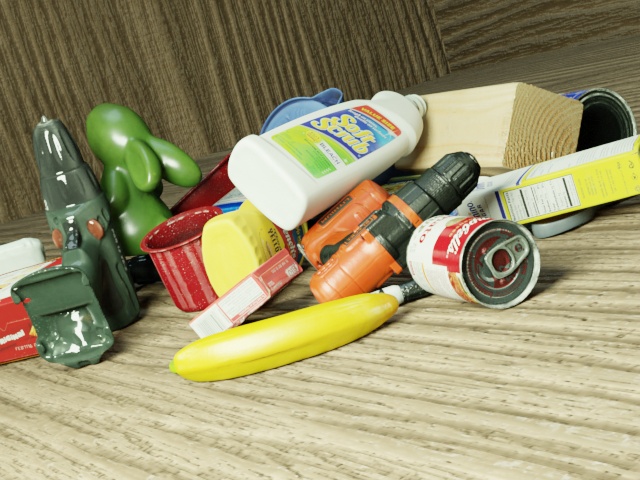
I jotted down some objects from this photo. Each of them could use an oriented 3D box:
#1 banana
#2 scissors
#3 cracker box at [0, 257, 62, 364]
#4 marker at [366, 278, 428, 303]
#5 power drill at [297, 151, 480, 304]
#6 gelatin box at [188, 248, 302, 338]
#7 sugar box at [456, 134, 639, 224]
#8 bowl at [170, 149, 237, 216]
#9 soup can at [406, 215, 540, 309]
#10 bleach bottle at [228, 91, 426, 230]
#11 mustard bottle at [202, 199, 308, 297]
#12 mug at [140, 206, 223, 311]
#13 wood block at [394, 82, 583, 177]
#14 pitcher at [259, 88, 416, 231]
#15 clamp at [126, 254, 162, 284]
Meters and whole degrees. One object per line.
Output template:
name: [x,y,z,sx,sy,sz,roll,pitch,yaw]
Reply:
banana: [-0.035,0.076,0.840,0.198,0.037,0.069,-15,12,7]
scissors: [0.264,-0.040,1.056,0.201,0.016,0.096,-24,13,-39]
cracker box: [-0.330,0.078,1.206,0.164,0.072,0.213,-15,11,11]
marker: [0.037,0.055,0.893,0.121,0.020,0.020,-18,10,-9]
power drill: [0.055,-0.015,0.989,0.184,0.057,0.188,-42,9,-4]
gelatin box: [-0.066,0.051,0.961,0.089,0.030,0.073,-38,-1,27]
sugar box: [0.223,-0.051,1.003,0.176,0.048,0.093,-18,8,26]
bowl: [-0.145,-0.049,1.377,0.162,0.055,0.162,-42,6,5]
soup can: [0.118,0.015,0.844,0.068,0.068,0.102,-19,10,-17]
bleach bottle: [0.024,-0.104,1.120,0.250,0.102,0.068,-34,-17,-41]
mustard bottle: [-0.057,0.001,1.112,0.058,0.096,0.191,-16,9,22]
mug: [-0.129,0.016,1.132,0.093,0.081,0.117,-17,23,12]
wood block: [0.179,-0.113,1.169,0.090,0.090,0.206,12,-3,-27]
pitcher: [0.043,-0.090,1.301,0.149,0.145,0.242,-21,-12,37]
clamp: [-0.214,0.033,1.362,0.210,0.036,0.164,-9,7,34]
